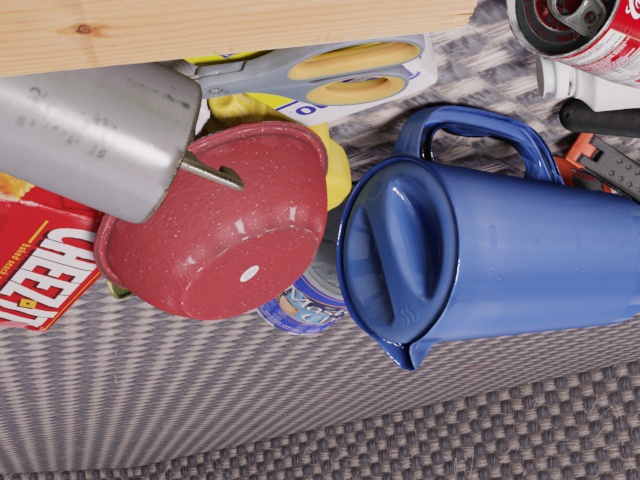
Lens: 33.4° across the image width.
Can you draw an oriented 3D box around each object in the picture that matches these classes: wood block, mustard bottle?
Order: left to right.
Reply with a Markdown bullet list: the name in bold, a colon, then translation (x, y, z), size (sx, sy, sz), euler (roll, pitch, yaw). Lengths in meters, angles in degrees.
- **wood block**: translation (-0.043, -0.128, 0.408), size (0.206, 0.090, 0.091), euler (-7, 166, -7)
- **mustard bottle**: translation (-0.040, -0.061, 0.715), size (0.096, 0.058, 0.191), euler (-9, 165, 9)

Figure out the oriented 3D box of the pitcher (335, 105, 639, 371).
- **pitcher**: translation (0.143, 0.001, 0.804), size (0.242, 0.145, 0.149), euler (2, 134, -36)

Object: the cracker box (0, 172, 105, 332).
- **cracker box**: translation (-0.240, -0.013, 0.664), size (0.213, 0.072, 0.164), euler (13, 146, -34)

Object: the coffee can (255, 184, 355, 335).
- **coffee can**: translation (0.002, 0.020, 0.952), size (0.102, 0.103, 0.140), euler (-3, 164, -21)

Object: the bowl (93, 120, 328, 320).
- **bowl**: translation (-0.054, 0.001, 0.657), size (0.162, 0.055, 0.162), euler (-25, 153, -14)

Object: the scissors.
- **scissors**: translation (-0.040, -0.079, 0.557), size (0.202, 0.016, 0.096), euler (-10, 167, 18)
